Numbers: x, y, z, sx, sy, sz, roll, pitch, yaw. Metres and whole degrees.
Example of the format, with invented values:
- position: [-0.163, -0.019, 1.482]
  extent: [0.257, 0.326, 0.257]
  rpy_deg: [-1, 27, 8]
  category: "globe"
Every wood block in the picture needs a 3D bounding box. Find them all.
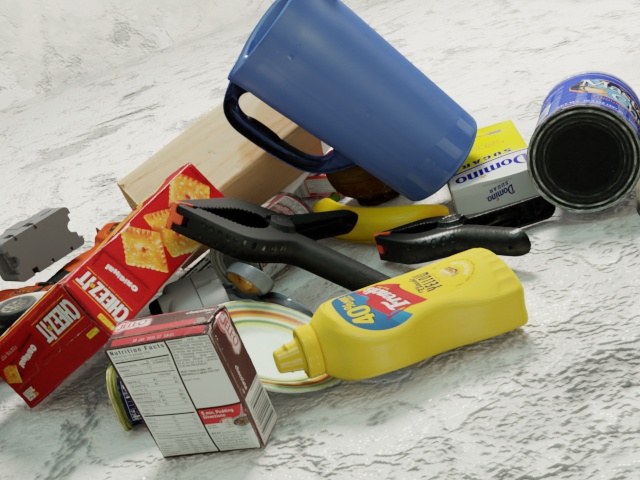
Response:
- position: [-0.105, -0.078, 1.163]
  extent: [0.206, 0.091, 0.090]
  rpy_deg: [-39, 67, -12]
  category: "wood block"

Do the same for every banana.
- position: [0.047, -0.025, 1.108]
  extent: [0.069, 0.037, 0.198]
  rpy_deg: [-45, 31, -22]
  category: "banana"

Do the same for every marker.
- position: [-0.143, 0.047, 1.125]
  extent: [0.020, 0.020, 0.121]
  rpy_deg: [-6, 23, 31]
  category: "marker"

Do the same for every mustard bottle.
- position: [0.055, 0.064, 0.825]
  extent: [0.191, 0.058, 0.096]
  rpy_deg: [-18, 24, -11]
  category: "mustard bottle"

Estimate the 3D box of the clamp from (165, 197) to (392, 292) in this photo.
- position: [-0.037, -0.007, 0.982]
  extent: [0.209, 0.036, 0.164]
  rpy_deg: [14, 21, -13]
  category: "clamp"

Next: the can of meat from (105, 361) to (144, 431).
- position: [-0.124, 0.107, 0.892]
  extent: [0.084, 0.057, 0.102]
  rpy_deg: [-14, 20, 5]
  category: "can of meat"

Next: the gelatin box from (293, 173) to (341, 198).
- position: [0.011, -0.078, 1.306]
  extent: [0.089, 0.030, 0.073]
  rpy_deg: [-1, 25, 43]
  category: "gelatin box"

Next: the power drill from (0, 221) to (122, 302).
- position: [-0.252, 0.041, 1.180]
  extent: [0.185, 0.057, 0.187]
  rpy_deg: [-1, 26, 40]
  category: "power drill"

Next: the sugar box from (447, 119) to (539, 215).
- position: [0.176, -0.076, 1.127]
  extent: [0.093, 0.048, 0.176]
  rpy_deg: [-16, 18, 6]
  category: "sugar box"

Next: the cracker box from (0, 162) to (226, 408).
- position: [-0.193, 0.038, 0.990]
  extent: [0.164, 0.072, 0.213]
  rpy_deg: [-39, 8, 41]
  category: "cracker box"

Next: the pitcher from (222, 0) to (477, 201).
- position: [0.030, -0.141, 1.081]
  extent: [0.145, 0.242, 0.149]
  rpy_deg: [-60, 15, -24]
  category: "pitcher"

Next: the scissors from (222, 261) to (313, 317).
- position: [-0.056, 0.056, 1.003]
  extent: [0.016, 0.096, 0.202]
  rpy_deg: [-56, 0, -12]
  category: "scissors"

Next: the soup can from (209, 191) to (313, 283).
- position: [-0.057, 0.001, 1.097]
  extent: [0.069, 0.068, 0.102]
  rpy_deg: [-2, 26, 40]
  category: "soup can"

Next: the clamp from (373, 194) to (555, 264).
- position: [0.128, -0.003, 0.981]
  extent: [0.172, 0.039, 0.120]
  rpy_deg: [-14, 8, 19]
  category: "clamp"

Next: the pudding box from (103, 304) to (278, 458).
- position: [-0.094, 0.105, 0.782]
  extent: [0.090, 0.113, 0.039]
  rpy_deg: [-10, 28, 22]
  category: "pudding box"

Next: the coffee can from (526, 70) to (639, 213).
- position: [0.254, -0.097, 1.015]
  extent: [0.103, 0.103, 0.140]
  rpy_deg: [-11, 17, 21]
  category: "coffee can"
